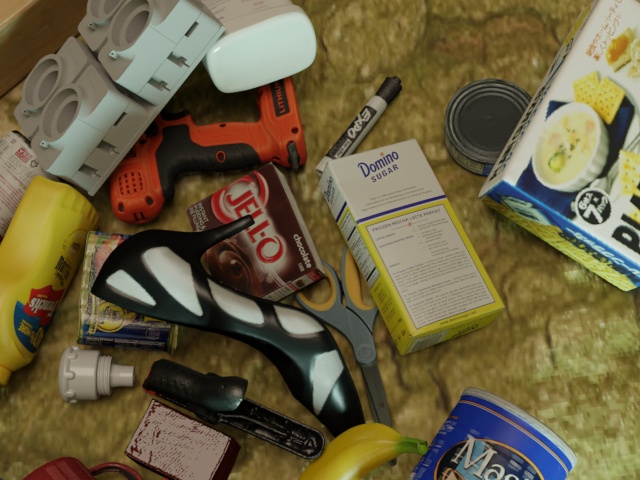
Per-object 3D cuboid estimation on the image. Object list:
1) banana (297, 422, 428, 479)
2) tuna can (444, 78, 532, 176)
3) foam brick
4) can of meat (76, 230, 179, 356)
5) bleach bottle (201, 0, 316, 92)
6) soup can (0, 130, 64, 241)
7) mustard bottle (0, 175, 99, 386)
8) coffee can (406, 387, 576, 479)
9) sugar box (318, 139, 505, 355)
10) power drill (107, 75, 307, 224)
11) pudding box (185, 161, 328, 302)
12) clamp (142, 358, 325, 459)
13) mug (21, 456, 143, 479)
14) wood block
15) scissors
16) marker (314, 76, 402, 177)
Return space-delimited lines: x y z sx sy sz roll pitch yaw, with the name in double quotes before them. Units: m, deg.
"banana" 0.000 0.210 0.843 0.037 0.070 0.198 37 97 -27
"tuna can" 0.155 -0.102 0.972 0.086 0.034 0.086 -1 69 3
"foam brick" -0.111 0.172 0.874 0.078 0.053 0.051 24 72 12
"can of meat" -0.162 0.044 0.915 0.084 0.057 0.102 6 69 -8
"bleach bottle" -0.092 -0.243 1.000 0.102 0.068 0.251 -21 49 -6
"soup can" -0.290 -0.042 0.961 0.068 0.068 0.102 40 76 17
"mustard bottle" -0.255 0.047 0.909 0.058 0.096 0.191 19 71 10
"coffee can" 0.117 0.200 0.822 0.103 0.103 0.140 32 74 15
"sugar box" 0.076 0.003 0.922 0.093 0.048 0.176 -16 65 -22
"power drill" -0.114 -0.115 0.985 0.187 0.057 0.184 -13 66 1
"pudding box" -0.056 0.001 0.933 0.090 0.039 0.113 -29 70 10
"clamp" -0.087 0.124 0.851 0.172 0.120 0.039 12 62 34
"mug" -0.192 0.220 0.847 0.117 0.093 0.081 -35 65 -27
"wood block" -0.315 -0.207 1.015 0.206 0.090 0.091 -43 72 -13
"scissors" 0.019 0.091 0.917 0.096 0.016 0.201 1 69 6
"marker" 0.037 -0.106 0.989 0.020 0.020 0.121 33 75 15
